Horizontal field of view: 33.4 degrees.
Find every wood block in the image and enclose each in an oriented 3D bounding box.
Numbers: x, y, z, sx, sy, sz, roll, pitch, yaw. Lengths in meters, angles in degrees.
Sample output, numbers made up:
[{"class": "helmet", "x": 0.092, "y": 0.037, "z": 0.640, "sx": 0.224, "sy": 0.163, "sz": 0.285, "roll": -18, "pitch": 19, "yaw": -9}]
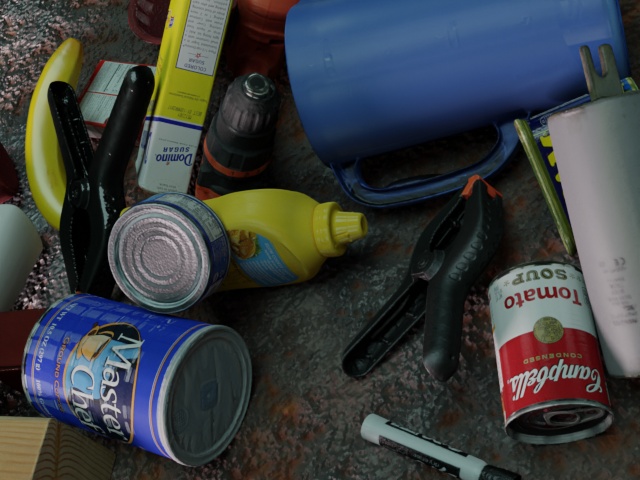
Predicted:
[{"class": "wood block", "x": -0.278, "y": 0.191, "z": 0.829, "sx": 0.206, "sy": 0.090, "sz": 0.090, "roll": -3, "pitch": 61, "yaw": 26}]

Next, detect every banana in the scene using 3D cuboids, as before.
[{"class": "banana", "x": -0.239, "y": -0.087, "z": 0.981, "sx": 0.069, "sy": 0.037, "sz": 0.198, "roll": -11, "pitch": 79, "yaw": 5}]

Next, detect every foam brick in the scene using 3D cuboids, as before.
[{"class": "foam brick", "x": -0.224, "y": 0.095, "z": 0.865, "sx": 0.053, "sy": 0.078, "sz": 0.051, "roll": -7, "pitch": 59, "yaw": 21}]

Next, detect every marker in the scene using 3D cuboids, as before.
[{"class": "marker", "x": 0.081, "y": 0.145, "z": 0.716, "sx": 0.121, "sy": 0.020, "sz": 0.020, "roll": 18, "pitch": 72, "yaw": 33}]

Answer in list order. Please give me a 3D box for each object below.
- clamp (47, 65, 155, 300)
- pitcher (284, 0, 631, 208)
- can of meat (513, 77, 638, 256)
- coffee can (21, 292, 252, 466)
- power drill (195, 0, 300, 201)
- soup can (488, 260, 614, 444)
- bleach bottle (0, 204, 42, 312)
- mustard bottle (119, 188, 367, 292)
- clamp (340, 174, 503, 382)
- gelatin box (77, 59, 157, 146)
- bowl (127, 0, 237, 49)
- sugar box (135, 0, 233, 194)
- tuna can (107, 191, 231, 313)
[{"class": "clamp", "x": -0.185, "y": -0.045, "z": 0.892, "sx": 0.165, "sy": 0.036, "sz": 0.210, "roll": -8, "pitch": 83, "yaw": 52}, {"class": "pitcher", "x": 0.105, "y": -0.131, "z": 0.806, "sx": 0.243, "sy": 0.149, "sz": 0.145, "roll": -10, "pitch": 40, "yaw": 18}, {"class": "can of meat", "x": 0.191, "y": -0.051, "z": 0.732, "sx": 0.084, "sy": 0.057, "sz": 0.102, "roll": -22, "pitch": 89, "yaw": 10}, {"class": "coffee can", "x": -0.137, "y": 0.101, "z": 0.800, "sx": 0.141, "sy": 0.102, "sz": 0.102, "roll": 10, "pitch": 68, "yaw": 31}, {"class": "power drill", "x": -0.057, "y": -0.121, "z": 0.858, "sx": 0.057, "sy": 0.185, "sz": 0.187, "roll": 16, "pitch": 57, "yaw": -8}, {"class": "soup can", "x": 0.148, "y": 0.073, "z": 0.694, "sx": 0.069, "sy": 0.068, "sz": 0.102, "roll": -14, "pitch": 56, "yaw": 19}, {"class": "bleach bottle", "x": -0.311, "y": 0.069, "z": 0.871, "sx": 0.103, "sy": 0.068, "sz": 0.250, "roll": -15, "pitch": 33, "yaw": 17}, {"class": "mustard bottle", "x": -0.055, "y": 0.001, "z": 0.820, "sx": 0.192, "sy": 0.096, "sz": 0.058, "roll": -7, "pitch": 53, "yaw": 23}, {"class": "clamp", "x": 0.077, "y": 0.031, "z": 0.762, "sx": 0.120, "sy": 0.039, "sz": 0.171, "roll": -13, "pitch": 41, "yaw": 49}, {"class": "gelatin box", "x": -0.186, "y": -0.130, "z": 1.005, "sx": 0.089, "sy": 0.030, "sz": 0.073, "roll": 12, "pitch": 68, "yaw": 33}, {"class": "bowl", "x": -0.098, "y": -0.228, "z": 0.993, "sx": 0.162, "sy": 0.055, "sz": 0.162, "roll": -18, "pitch": 49, "yaw": 21}, {"class": "sugar box", "x": -0.115, "y": -0.131, "z": 0.885, "sx": 0.093, "sy": 0.048, "sz": 0.176, "roll": -122, "pitch": 48, "yaw": -68}, {"class": "tuna can", "x": -0.111, "y": 0.009, "z": 0.778, "sx": 0.086, "sy": 0.033, "sz": 0.086, "roll": 6, "pitch": 107, "yaw": 19}]
